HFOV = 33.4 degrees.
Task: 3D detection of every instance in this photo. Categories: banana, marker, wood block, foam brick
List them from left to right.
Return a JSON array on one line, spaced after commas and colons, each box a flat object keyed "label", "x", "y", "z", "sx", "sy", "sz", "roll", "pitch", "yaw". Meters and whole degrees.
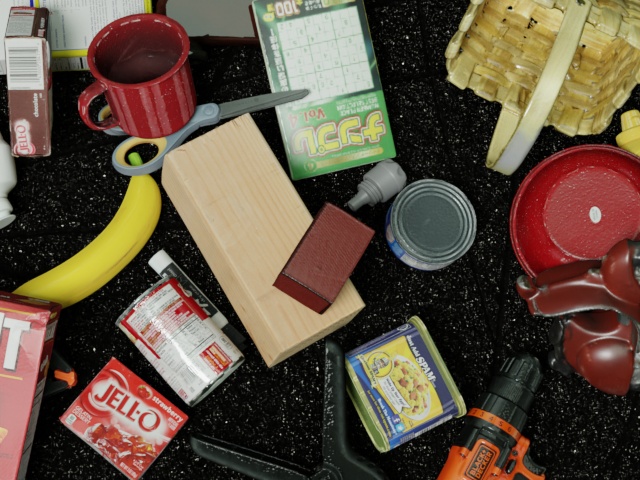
[{"label": "banana", "x": -0.207, "y": 0.008, "z": 0.987, "sx": 0.070, "sy": 0.037, "sz": 0.197, "roll": 27, "pitch": 67, "yaw": 29}, {"label": "marker", "x": -0.113, "y": 0.058, "z": 0.995, "sx": 0.020, "sy": 0.020, "sz": 0.121, "roll": -42, "pitch": 85, "yaw": -17}, {"label": "wood block", "x": -0.057, "y": 0.001, "z": 0.983, "sx": 0.090, "sy": 0.090, "sz": 0.206, "roll": -28, "pitch": 81, "yaw": -16}, {"label": "foam brick", "x": 0.003, "y": 0.015, "z": 0.915, "sx": 0.051, "sy": 0.053, "sz": 0.078, "roll": 32, "pitch": 71, "yaw": -1}]

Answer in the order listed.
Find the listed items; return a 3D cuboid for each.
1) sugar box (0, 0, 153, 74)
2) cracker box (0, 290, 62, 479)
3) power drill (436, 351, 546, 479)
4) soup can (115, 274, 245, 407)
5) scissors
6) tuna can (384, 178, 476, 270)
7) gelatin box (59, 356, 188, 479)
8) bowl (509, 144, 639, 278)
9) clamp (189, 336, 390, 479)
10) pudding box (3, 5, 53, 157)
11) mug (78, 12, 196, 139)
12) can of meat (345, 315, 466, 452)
[{"label": "sugar box", "x": -0.251, "y": -0.212, "z": 1.031, "sx": 0.176, "sy": 0.048, "sz": 0.093, "roll": -4, "pitch": 76, "yaw": -7}, {"label": "cracker box", "x": -0.320, "y": 0.142, "z": 0.884, "sx": 0.164, "sy": 0.072, "sz": 0.214, "roll": 12, "pitch": 91, "yaw": -7}, {"label": "power drill", "x": 0.211, "y": 0.220, "z": 0.988, "sx": 0.187, "sy": 0.057, "sz": 0.184, "roll": 31, "pitch": 76, "yaw": 3}, {"label": "soup can", "x": -0.125, "y": 0.090, "z": 0.960, "sx": 0.068, "sy": 0.068, "sz": 0.102, "roll": -41, "pitch": 86, "yaw": -17}, {"label": "scissors", "x": -0.114, "y": -0.104, "z": 1.012, "sx": 0.202, "sy": 0.016, "sz": 0.096, "roll": 0, "pitch": 61, "yaw": 5}, {"label": "tuna can", "x": 0.107, "y": -0.015, "z": 1.043, "sx": 0.086, "sy": 0.034, "sz": 0.086, "roll": 2, "pitch": 75, "yaw": -9}, {"label": "gelatin box", "x": -0.175, "y": 0.160, "z": 0.953, "sx": 0.089, "sy": 0.030, "sz": 0.073, "roll": 39, "pitch": 73, "yaw": 2}, {"label": "bowl", "x": 0.262, "y": -0.021, "z": 1.029, "sx": 0.162, "sy": 0.055, "sz": 0.162, "roll": -2, "pitch": 80, "yaw": 14}, {"label": "clamp", "x": 0.008, "y": 0.201, "z": 0.951, "sx": 0.164, "sy": 0.036, "sz": 0.210, "roll": -43, "pitch": 88, "yaw": 7}, {"label": "pudding box", "x": -0.262, "y": -0.144, "z": 0.962, "sx": 0.039, "sy": 0.090, "sz": 0.113, "roll": 0, "pitch": 119, "yaw": -13}, {"label": "mug", "x": -0.169, "y": -0.141, "z": 0.980, "sx": 0.117, "sy": 0.081, "sz": 0.093, "roll": -38, "pitch": 61, "yaw": -19}, {"label": "can of meat", "x": 0.072, "y": 0.134, "z": 0.987, "sx": 0.084, "sy": 0.057, "sz": 0.102, "roll": -25, "pitch": 80, "yaw": -12}]
